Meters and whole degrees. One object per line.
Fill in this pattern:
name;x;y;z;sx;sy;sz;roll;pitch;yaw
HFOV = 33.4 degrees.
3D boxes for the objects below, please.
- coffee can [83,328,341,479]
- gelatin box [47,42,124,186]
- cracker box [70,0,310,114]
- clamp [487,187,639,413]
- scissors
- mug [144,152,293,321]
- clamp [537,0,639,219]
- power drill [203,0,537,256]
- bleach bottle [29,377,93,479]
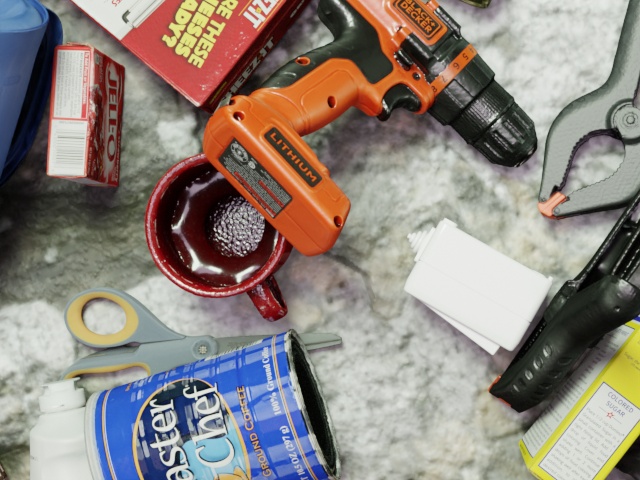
coffee can;-0.069;0.127;0.698;0.140;0.102;0.103;-18;87;5
gelatin box;-0.158;-0.084;0.729;0.030;0.073;0.089;3;89;6
cracker box;-0.106;-0.214;0.726;0.214;0.072;0.164;40;94;5
clamp;0.165;0.036;0.654;0.036;0.210;0.164;35;53;8
scissors;-0.094;0.060;0.747;0.202;0.016;0.096;-20;87;6
mug;-0.055;0.001;0.710;0.093;0.081;0.117;-33;85;5
clamp;0.214;-0.074;0.696;0.120;0.039;0.171;37;99;23
power drill;0.032;-0.076;0.675;0.184;0.057;0.187;44;59;0
bleach bottle;-0.152;0.218;0.711;0.068;0.103;0.251;-8;87;-28
